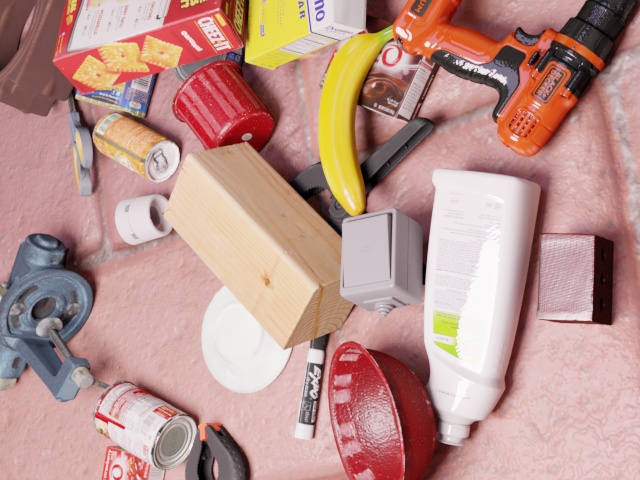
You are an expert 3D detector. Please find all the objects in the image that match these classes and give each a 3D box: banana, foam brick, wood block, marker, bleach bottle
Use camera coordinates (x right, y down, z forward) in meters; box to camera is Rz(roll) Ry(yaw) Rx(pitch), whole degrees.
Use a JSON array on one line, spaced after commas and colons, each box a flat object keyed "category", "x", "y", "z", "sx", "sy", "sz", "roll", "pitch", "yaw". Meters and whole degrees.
[{"category": "banana", "x": 0.029, "y": -0.124, "z": 1.069, "sx": 0.070, "sy": 0.037, "sz": 0.198, "roll": 8, "pitch": 86, "yaw": 39}, {"category": "foam brick", "x": 0.226, "y": 0.035, "z": 0.944, "sx": 0.051, "sy": 0.052, "sz": 0.078, "roll": -1, "pitch": 82, "yaw": 35}, {"category": "wood block", "x": -0.058, "y": 0.002, "z": 1.096, "sx": 0.206, "sy": 0.090, "sz": 0.091, "roll": 46, "pitch": 129, "yaw": 24}, {"category": "marker", "x": -0.008, "y": 0.145, "z": 1.108, "sx": 0.020, "sy": 0.020, "sz": 0.121, "roll": 6, "pitch": 85, "yaw": 35}, {"category": "bleach bottle", "x": 0.136, "y": 0.063, "z": 0.997, "sx": 0.103, "sy": 0.067, "sz": 0.251, "roll": 10, "pitch": 90, "yaw": 38}]

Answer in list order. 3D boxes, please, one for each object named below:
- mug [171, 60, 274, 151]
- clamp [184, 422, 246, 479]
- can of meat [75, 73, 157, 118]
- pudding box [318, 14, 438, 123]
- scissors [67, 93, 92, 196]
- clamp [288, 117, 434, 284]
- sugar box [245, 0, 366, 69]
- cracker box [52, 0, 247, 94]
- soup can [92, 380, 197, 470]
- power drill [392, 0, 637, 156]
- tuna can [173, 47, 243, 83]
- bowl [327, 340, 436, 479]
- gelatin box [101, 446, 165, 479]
[{"category": "mug", "x": -0.108, "y": -0.131, "z": 1.193, "sx": 0.081, "sy": 0.093, "sz": 0.117, "roll": 52, "pitch": 142, "yaw": 25}, {"category": "clamp", "x": -0.116, "y": 0.286, "z": 1.147, "sx": 0.120, "sy": 0.039, "sz": 0.171, "roll": -28, "pitch": 61, "yaw": 23}, {"category": "can of meat", "x": -0.249, "y": -0.203, "z": 1.316, "sx": 0.102, "sy": 0.057, "sz": 0.084, "roll": 18, "pitch": 94, "yaw": 35}, {"category": "pudding box", "x": 0.063, "y": -0.179, "z": 1.104, "sx": 0.114, "sy": 0.039, "sz": 0.090, "roll": 27, "pitch": 96, "yaw": 35}, {"category": "scissors", "x": -0.308, "y": -0.155, "z": 1.348, "sx": 0.096, "sy": 0.016, "sz": 0.202, "roll": 132, "pitch": 129, "yaw": -62}, {"category": "clamp", "x": 0.033, "y": -0.027, "z": 1.098, "sx": 0.210, "sy": 0.036, "sz": 0.164, "roll": -10, "pitch": 81, "yaw": 37}, {"category": "sugar box", "x": -0.018, "y": -0.248, "z": 1.132, "sx": 0.177, "sy": 0.048, "sz": 0.093, "roll": -12, "pitch": 73, "yaw": 58}, {"category": "cracker box", "x": -0.190, "y": -0.271, "z": 1.226, "sx": 0.214, "sy": 0.072, "sz": 0.164, "roll": -12, "pitch": 54, "yaw": 19}, {"category": "soup can", "x": -0.197, "y": 0.207, "z": 1.199, "sx": 0.102, "sy": 0.068, "sz": 0.068, "roll": 21, "pitch": 94, "yaw": 35}, {"category": "power drill", "x": 0.176, "y": -0.197, "z": 0.996, "sx": 0.188, "sy": 0.057, "sz": 0.184, "roll": 37, "pitch": 97, "yaw": 21}, {"category": "tuna can", "x": -0.132, "y": -0.217, "z": 1.250, "sx": 0.086, "sy": 0.033, "sz": 0.086, "roll": -7, "pitch": 78, "yaw": 34}, {"category": "bowl", "x": 0.063, "y": 0.170, "z": 1.005, "sx": 0.162, "sy": 0.055, "sz": 0.162, "roll": 171, "pitch": 90, "yaw": -68}, {"category": "gelatin box", "x": -0.219, "y": 0.287, "z": 1.223, "sx": 0.073, "sy": 0.030, "sz": 0.089, "roll": 8, "pitch": 86, "yaw": 36}]
